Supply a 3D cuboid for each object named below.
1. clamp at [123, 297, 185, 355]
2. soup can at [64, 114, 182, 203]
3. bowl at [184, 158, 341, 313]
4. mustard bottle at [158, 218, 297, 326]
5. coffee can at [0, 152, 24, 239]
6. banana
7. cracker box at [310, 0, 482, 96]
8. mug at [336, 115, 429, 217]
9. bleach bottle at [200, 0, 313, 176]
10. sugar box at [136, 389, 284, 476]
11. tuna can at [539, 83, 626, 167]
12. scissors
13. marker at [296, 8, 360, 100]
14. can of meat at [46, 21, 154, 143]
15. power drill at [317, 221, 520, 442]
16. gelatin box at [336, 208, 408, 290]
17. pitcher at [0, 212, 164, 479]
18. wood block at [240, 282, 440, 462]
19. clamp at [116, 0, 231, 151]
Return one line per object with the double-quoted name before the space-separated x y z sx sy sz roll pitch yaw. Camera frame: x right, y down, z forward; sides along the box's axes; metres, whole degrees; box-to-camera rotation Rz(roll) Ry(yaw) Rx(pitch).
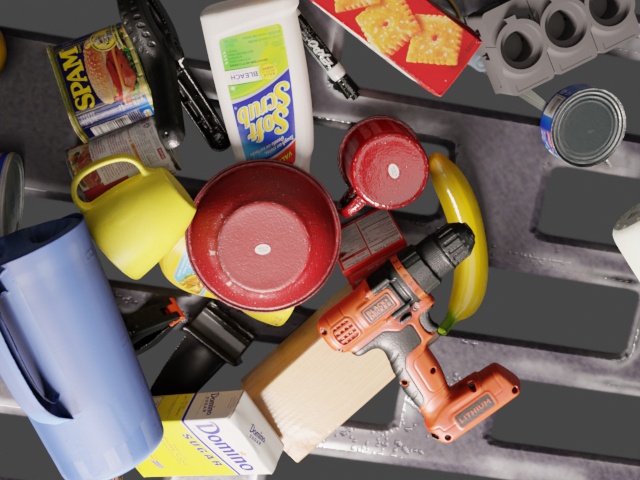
"clamp" -0.226 0.116 1.128 0.171 0.120 0.039 -38 79 1
"soup can" -0.201 -0.083 1.098 0.102 0.068 0.068 -23 105 1
"bowl" -0.057 0.001 1.070 0.162 0.055 0.162 -1 101 -3
"mustard bottle" -0.111 0.018 1.132 0.191 0.058 0.096 21 124 -8
"coffee can" -0.379 -0.043 1.076 0.140 0.103 0.103 4 104 -5
"banana" 0.151 0.000 1.150 0.037 0.069 0.198 2 102 41
"cracker box" 0.045 -0.232 1.017 0.213 0.164 0.072 37 101 -6
"mug" 0.059 -0.070 1.112 0.093 0.081 0.117 43 97 -13
"bleach bottle" -0.046 -0.124 1.096 0.102 0.068 0.251 -11 111 7
"sugar box" -0.136 0.207 1.130 0.177 0.048 0.093 -8 129 34
"tuna can" 0.278 -0.122 1.133 0.086 0.034 0.086 -4 110 -12
"scissors" 0.150 -0.181 1.126 0.096 0.016 0.201 -40 103 8
"marker" 0.001 -0.195 1.109 0.020 0.020 0.121 -38 103 5
"can of meat" -0.216 -0.160 1.069 0.084 0.057 0.102 -21 75 -2
"power drill" 0.118 0.096 1.079 0.184 0.057 0.187 -37 100 9
"gelatin box" 0.052 0.007 1.127 0.073 0.089 0.030 -28 120 3
"pitcher" -0.243 0.109 1.005 0.149 0.145 0.243 -31 108 -31
"wood block" 0.019 0.127 1.156 0.206 0.090 0.090 -43 103 7
"clamp" -0.156 -0.177 1.044 0.036 0.164 0.210 -24 95 12
